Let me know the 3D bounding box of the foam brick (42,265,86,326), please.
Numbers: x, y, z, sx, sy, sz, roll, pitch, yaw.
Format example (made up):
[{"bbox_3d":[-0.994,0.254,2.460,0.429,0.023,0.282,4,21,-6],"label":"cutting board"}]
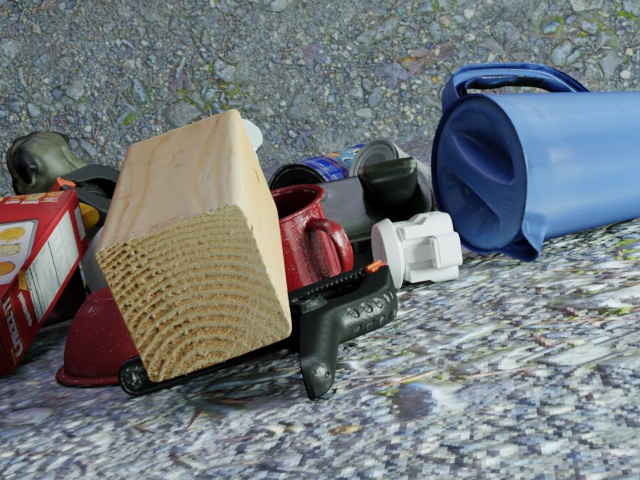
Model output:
[{"bbox_3d":[-0.270,0.041,1.062,0.052,0.078,0.051,-15,6,-31],"label":"foam brick"}]

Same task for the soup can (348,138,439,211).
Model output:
[{"bbox_3d":[0.087,-0.060,1.141,0.069,0.068,0.102,-4,-22,45],"label":"soup can"}]

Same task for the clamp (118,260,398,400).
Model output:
[{"bbox_3d":[-0.021,0.058,0.709,0.165,0.036,0.209,-6,13,31],"label":"clamp"}]

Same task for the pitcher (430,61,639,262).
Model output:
[{"bbox_3d":[0.224,-0.079,0.935,0.242,0.149,0.145,-9,18,-28],"label":"pitcher"}]

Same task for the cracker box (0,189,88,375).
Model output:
[{"bbox_3d":[-0.310,0.036,0.919,0.164,0.072,0.213,-5,28,8],"label":"cracker box"}]

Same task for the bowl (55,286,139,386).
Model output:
[{"bbox_3d":[-0.123,0.058,0.797,0.162,0.055,0.162,-12,7,1],"label":"bowl"}]

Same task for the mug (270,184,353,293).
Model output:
[{"bbox_3d":[-0.021,0.010,0.849,0.117,0.081,0.093,-2,24,41],"label":"mug"}]

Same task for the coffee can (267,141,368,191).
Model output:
[{"bbox_3d":[0.021,-0.049,1.196,0.103,0.103,0.140,-5,10,39],"label":"coffee can"}]

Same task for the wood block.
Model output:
[{"bbox_3d":[-0.079,-0.006,0.696,0.090,0.091,0.206,-19,21,3],"label":"wood block"}]

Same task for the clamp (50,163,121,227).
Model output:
[{"bbox_3d":[-0.191,-0.035,1.104,0.171,0.039,0.120,-4,45,-39],"label":"clamp"}]
